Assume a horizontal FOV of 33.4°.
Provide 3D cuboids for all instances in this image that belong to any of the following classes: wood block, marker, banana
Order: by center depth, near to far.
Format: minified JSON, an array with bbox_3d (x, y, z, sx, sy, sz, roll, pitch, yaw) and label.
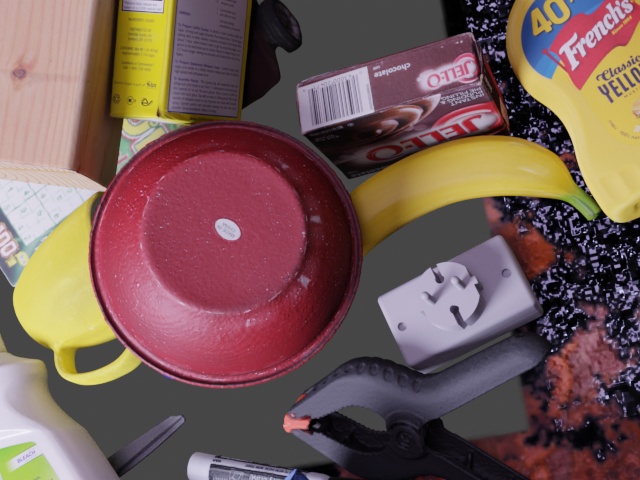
[{"bbox_3d":[-0.165,-0.141,0.647,0.091,0.090,0.206,7,85,5],"label":"wood block"},{"bbox_3d":[0.067,-0.021,0.657,0.198,0.037,0.069,-16,80,17],"label":"banana"},{"bbox_3d":[-0.025,0.149,0.659,0.121,0.020,0.020,4,78,21],"label":"marker"}]

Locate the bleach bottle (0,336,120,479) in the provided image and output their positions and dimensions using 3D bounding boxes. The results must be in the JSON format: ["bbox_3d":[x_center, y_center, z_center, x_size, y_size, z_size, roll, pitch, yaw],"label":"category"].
[{"bbox_3d":[-0.162,0.165,0.665,0.102,0.068,0.251,-31,73,8],"label":"bleach bottle"}]

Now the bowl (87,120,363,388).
[{"bbox_3d":[-0.054,0.001,0.604,0.162,0.055,0.162,1,78,-3],"label":"bowl"}]

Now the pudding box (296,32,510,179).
[{"bbox_3d":[0.052,-0.079,0.652,0.114,0.090,0.039,-12,71,17],"label":"pudding box"}]

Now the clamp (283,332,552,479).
[{"bbox_3d":[0.059,0.097,0.608,0.172,0.039,0.120,8,110,21],"label":"clamp"}]

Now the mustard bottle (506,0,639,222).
[{"bbox_3d":[0.167,-0.112,0.636,0.096,0.058,0.192,-31,67,9],"label":"mustard bottle"}]

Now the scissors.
[{"bbox_3d":[-0.184,0.165,0.714,0.096,0.016,0.202,40,92,24],"label":"scissors"}]

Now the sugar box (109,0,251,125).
[{"bbox_3d":[-0.081,-0.160,0.658,0.048,0.093,0.176,7,96,26],"label":"sugar box"}]
